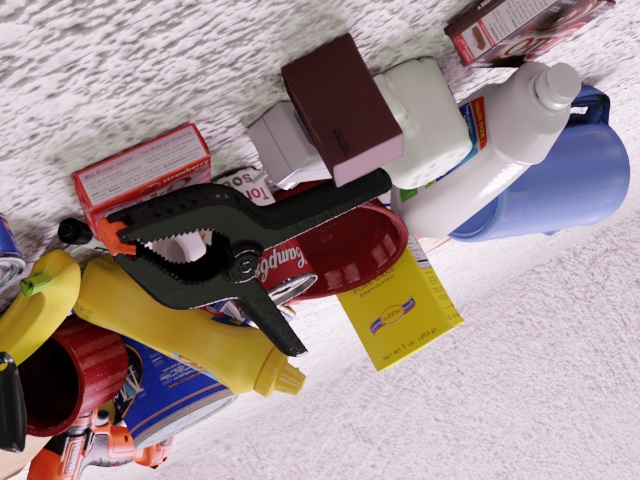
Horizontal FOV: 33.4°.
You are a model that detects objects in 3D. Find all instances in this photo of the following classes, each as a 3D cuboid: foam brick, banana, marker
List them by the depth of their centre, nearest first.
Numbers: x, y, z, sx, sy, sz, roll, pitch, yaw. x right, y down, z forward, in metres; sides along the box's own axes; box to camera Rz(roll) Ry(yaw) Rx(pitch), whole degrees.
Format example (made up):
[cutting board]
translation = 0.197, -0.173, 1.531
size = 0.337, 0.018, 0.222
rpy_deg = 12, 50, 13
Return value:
[foam brick]
translation = 0.015, -0.085, 0.704
size = 0.053, 0.078, 0.051
rpy_deg = -26, 169, -1
[banana]
translation = -0.216, 0.053, 0.784
size = 0.069, 0.037, 0.198
rpy_deg = -26, 167, -38
[marker]
translation = -0.162, -0.001, 0.793
size = 0.020, 0.020, 0.121
rpy_deg = -30, 168, 8

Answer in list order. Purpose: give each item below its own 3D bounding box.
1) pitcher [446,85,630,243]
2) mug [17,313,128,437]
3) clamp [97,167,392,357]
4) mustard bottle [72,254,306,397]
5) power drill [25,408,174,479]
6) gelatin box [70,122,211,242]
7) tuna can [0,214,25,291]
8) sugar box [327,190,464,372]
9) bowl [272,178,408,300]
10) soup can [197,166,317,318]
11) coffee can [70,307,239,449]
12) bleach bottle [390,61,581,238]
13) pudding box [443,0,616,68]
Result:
[pitcher]
translation = 0.226, -0.076, 1.161
size = 0.242, 0.149, 0.145
rpy_deg = -12, 175, -46
[mug]
translation = -0.224, 0.106, 0.887
size = 0.117, 0.093, 0.081
rpy_deg = -1, -173, 22
[clamp]
translation = -0.051, 0.000, 0.737
size = 0.209, 0.036, 0.165
rpy_deg = 16, 111, -41
[mustard bottle]
translation = -0.100, 0.076, 0.859
size = 0.058, 0.192, 0.096
rpy_deg = -64, 172, -7
[power drill]
translation = -0.227, 0.187, 1.141
size = 0.187, 0.057, 0.184
rpy_deg = 2, 108, -58
[gelatin box]
translation = -0.118, -0.037, 0.715
size = 0.089, 0.030, 0.073
rpy_deg = -26, 168, -13
[tuna can]
translation = -0.232, 0.018, 0.673
size = 0.086, 0.034, 0.086
rpy_deg = -27, 168, -6
[sugar box]
translation = 0.055, 0.028, 1.034
size = 0.093, 0.176, 0.048
rpy_deg = -34, 170, 24
[bowl]
translation = -0.005, -0.008, 0.964
size = 0.162, 0.055, 0.162
rpy_deg = -9, 149, -6
[soup can]
translation = -0.056, 0.001, 0.845
size = 0.068, 0.102, 0.068
rpy_deg = -27, 168, -6
[coffee can]
translation = -0.150, 0.101, 0.959
size = 0.102, 0.140, 0.103
rpy_deg = -27, 168, -6
[bleach bottle]
translation = 0.136, -0.085, 0.883
size = 0.068, 0.102, 0.251
rpy_deg = 16, 157, -15
[pudding box]
translation = 0.155, -0.164, 0.783
size = 0.090, 0.039, 0.113
rpy_deg = -35, 166, 33
